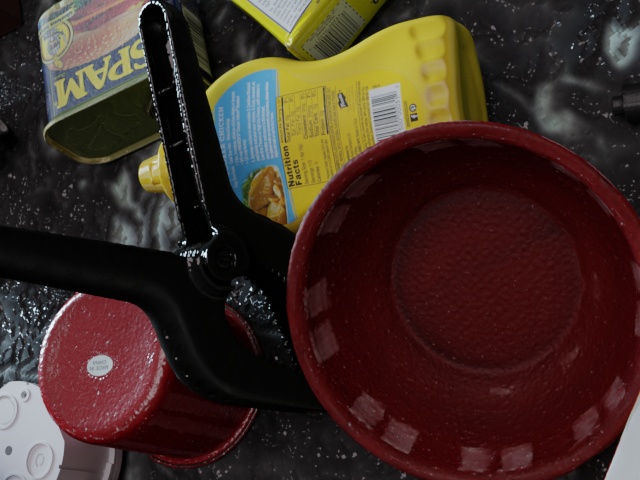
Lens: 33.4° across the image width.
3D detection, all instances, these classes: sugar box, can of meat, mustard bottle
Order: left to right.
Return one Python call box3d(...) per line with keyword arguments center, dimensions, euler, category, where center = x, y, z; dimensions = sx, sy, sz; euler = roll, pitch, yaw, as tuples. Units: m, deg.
box3d(center=(-0.115, -0.105, 0.625), dimensions=(0.102, 0.057, 0.084), euler=(-22, 64, 19), category="can of meat")
box3d(center=(-0.032, -0.180, 0.611), dimensions=(0.093, 0.048, 0.176), euler=(-50, 56, 6), category="sugar box")
box3d(center=(-0.011, -0.049, 0.552), dimensions=(0.192, 0.058, 0.096), euler=(-9, 88, 25), category="mustard bottle")

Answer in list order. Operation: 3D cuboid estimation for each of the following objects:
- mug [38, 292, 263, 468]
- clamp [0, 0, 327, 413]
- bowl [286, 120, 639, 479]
box3d(center=(-0.093, 0.057, 0.550), dimensions=(0.093, 0.081, 0.117), euler=(-35, 63, 14), category="mug")
box3d(center=(-0.053, 0.001, 0.499), dimensions=(0.036, 0.209, 0.164), euler=(-14, 41, 50), category="clamp")
box3d(center=(0.069, 0.025, 0.472), dimensions=(0.162, 0.055, 0.162), euler=(4, 104, 17), category="bowl")
